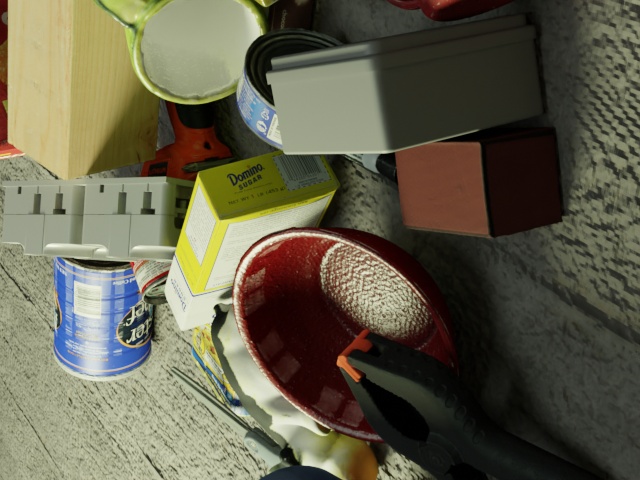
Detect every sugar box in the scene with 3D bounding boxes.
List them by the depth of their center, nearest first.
[{"bbox_3d":[-0.055,0.001,0.778,0.048,0.093,0.176,65,154,19],"label":"sugar box"}]

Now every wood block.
[{"bbox_3d":[-0.182,-0.165,0.828,0.090,0.090,0.206,30,124,35],"label":"wood block"}]

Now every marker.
[{"bbox_3d":[0.024,-0.061,0.708,0.121,0.020,0.020,33,129,51],"label":"marker"}]

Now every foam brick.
[{"bbox_3d":[0.085,-0.033,0.583,0.078,0.052,0.051,9,109,59],"label":"foam brick"}]

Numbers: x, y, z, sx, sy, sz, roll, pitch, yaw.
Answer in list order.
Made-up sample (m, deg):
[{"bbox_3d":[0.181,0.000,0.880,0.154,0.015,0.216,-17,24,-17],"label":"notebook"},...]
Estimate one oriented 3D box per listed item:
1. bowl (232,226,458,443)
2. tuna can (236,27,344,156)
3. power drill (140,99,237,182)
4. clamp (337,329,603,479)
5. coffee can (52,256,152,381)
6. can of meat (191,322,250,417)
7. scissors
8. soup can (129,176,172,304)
[{"bbox_3d":[0.024,0.050,0.680,0.162,0.055,0.162,19,130,25],"label":"bowl"},{"bbox_3d":[-0.011,-0.096,0.688,0.086,0.086,0.034,60,148,27],"label":"tuna can"},{"bbox_3d":[-0.135,-0.139,0.910,0.185,0.057,0.187,1,102,59],"label":"power drill"},{"bbox_3d":[0.078,0.126,0.629,0.171,0.039,0.120,39,136,16],"label":"clamp"},{"bbox_3d":[-0.221,0.058,1.090,0.103,0.102,0.140,45,138,43],"label":"coffee can"},{"bbox_3d":[-0.067,0.084,0.885,0.102,0.057,0.084,50,143,39],"label":"can of meat"},{"bbox_3d":[-0.044,0.179,0.862,0.202,0.016,0.096,25,136,31],"label":"scissors"},{"bbox_3d":[-0.147,-0.002,0.974,0.102,0.068,0.069,66,149,19],"label":"soup can"}]
